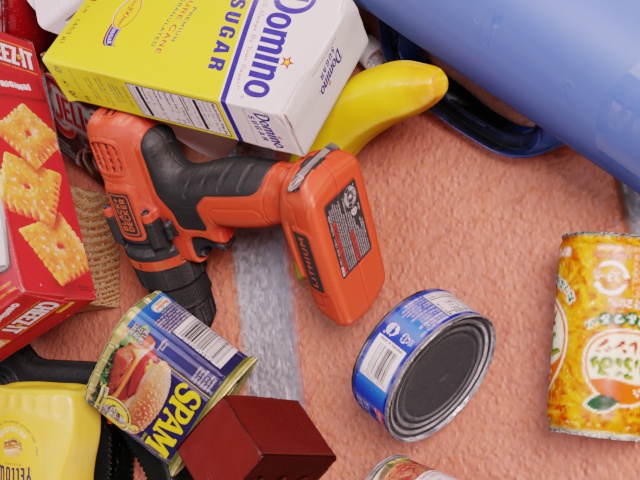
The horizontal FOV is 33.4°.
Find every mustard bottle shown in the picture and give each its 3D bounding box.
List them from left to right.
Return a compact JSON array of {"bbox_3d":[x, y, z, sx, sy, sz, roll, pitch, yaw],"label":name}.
[{"bbox_3d":[-0.204,0.200,0.770,0.096,0.058,0.191,-2,87,29],"label":"mustard bottle"}]

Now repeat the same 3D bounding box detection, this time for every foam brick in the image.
[{"bbox_3d":[-0.040,0.135,0.678,0.053,0.078,0.051,-50,55,19],"label":"foam brick"}]

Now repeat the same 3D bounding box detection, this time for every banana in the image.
[{"bbox_3d":[0.018,-0.056,0.664,0.070,0.037,0.198,55,141,19],"label":"banana"}]

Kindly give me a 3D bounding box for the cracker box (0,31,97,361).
[{"bbox_3d":[-0.255,-0.021,0.759,0.164,0.072,0.214,-32,64,29],"label":"cracker box"}]

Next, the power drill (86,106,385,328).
[{"bbox_3d":[-0.054,0.001,0.682,0.188,0.057,0.184,8,131,32],"label":"power drill"}]

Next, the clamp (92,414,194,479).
[{"bbox_3d":[-0.125,0.217,0.756,0.165,0.036,0.210,-37,63,29],"label":"clamp"}]

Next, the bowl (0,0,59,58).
[{"bbox_3d":[-0.246,-0.214,0.884,0.162,0.055,0.162,175,90,-70],"label":"bowl"}]

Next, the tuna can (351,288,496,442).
[{"bbox_3d":[0.059,0.071,0.609,0.034,0.086,0.086,37,105,37],"label":"tuna can"}]

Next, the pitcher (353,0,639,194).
[{"bbox_3d":[0.123,-0.121,0.578,0.145,0.149,0.243,-47,60,3],"label":"pitcher"}]

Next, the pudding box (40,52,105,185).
[{"bbox_3d":[-0.163,-0.089,0.808,0.114,0.039,0.090,32,141,35],"label":"pudding box"}]

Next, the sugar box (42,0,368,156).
[{"bbox_3d":[-0.070,-0.114,0.642,0.176,0.048,0.093,14,62,28],"label":"sugar box"}]

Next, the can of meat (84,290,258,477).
[{"bbox_3d":[-0.103,0.094,0.715,0.084,0.057,0.102,37,126,6],"label":"can of meat"}]

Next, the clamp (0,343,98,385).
[{"bbox_3d":[-0.233,0.107,0.835,0.171,0.039,0.120,40,98,12],"label":"clamp"}]
